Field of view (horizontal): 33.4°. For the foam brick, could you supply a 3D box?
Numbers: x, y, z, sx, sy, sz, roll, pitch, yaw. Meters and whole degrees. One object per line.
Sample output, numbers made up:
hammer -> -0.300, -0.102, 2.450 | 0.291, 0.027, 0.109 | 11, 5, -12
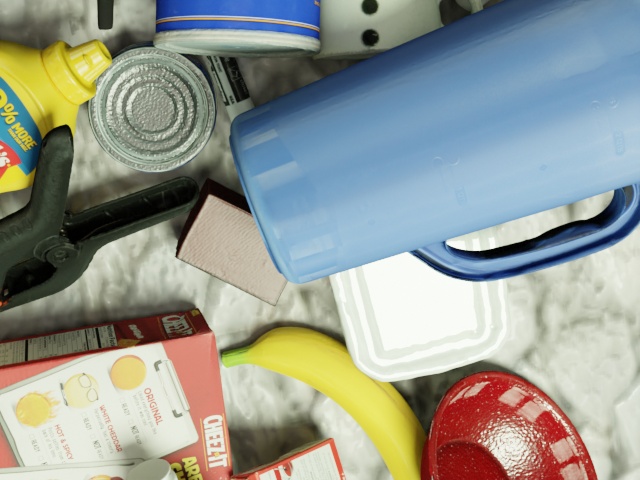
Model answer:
foam brick -> -0.055, 0.001, 0.731 | 0.078, 0.053, 0.051 | 27, 100, -11

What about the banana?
banana -> 0.024, 0.120, 0.780 | 0.197, 0.037, 0.070 | 39, 127, -10

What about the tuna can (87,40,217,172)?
tuna can -> -0.112, -0.089, 0.713 | 0.086, 0.034, 0.086 | -1, 104, -5

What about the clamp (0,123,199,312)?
clamp -> -0.176, -0.010, 0.694 | 0.172, 0.039, 0.120 | -34, 139, 16

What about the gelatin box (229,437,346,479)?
gelatin box -> -0.017, 0.187, 0.749 | 0.030, 0.089, 0.073 | -21, 84, 40

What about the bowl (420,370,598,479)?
bowl -> 0.126, 0.178, 0.765 | 0.162, 0.162, 0.055 | 38, 138, -13

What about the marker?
marker -> -0.072, -0.135, 0.713 | 0.020, 0.020, 0.121 | -21, 105, 0

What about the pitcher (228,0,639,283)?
pitcher -> 0.078, -0.053, 0.634 | 0.243, 0.145, 0.149 | -20, 72, 2

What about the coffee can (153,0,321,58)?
coffee can -> -0.049, -0.186, 0.649 | 0.102, 0.103, 0.140 | 1, 95, -6

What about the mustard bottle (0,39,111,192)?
mustard bottle -> -0.216, -0.072, 0.682 | 0.192, 0.058, 0.096 | -29, 106, 10

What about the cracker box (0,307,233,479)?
cracker box -> -0.172, 0.146, 0.735 | 0.213, 0.072, 0.164 | -9, 106, -13
